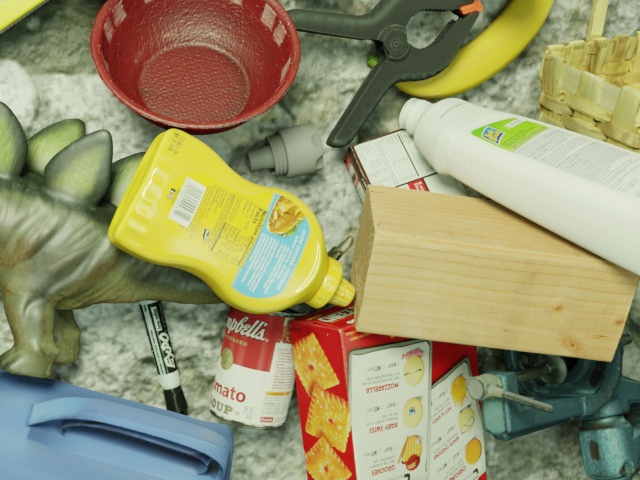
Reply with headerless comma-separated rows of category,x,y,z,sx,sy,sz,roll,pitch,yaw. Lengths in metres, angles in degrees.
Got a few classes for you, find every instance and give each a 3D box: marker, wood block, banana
marker,-0.135,0.094,0.910,0.020,0.020,0.121,-15,102,-13
wood block,0.133,0.025,0.847,0.206,0.091,0.090,7,118,-4
banana,0.140,-0.176,0.935,0.197,0.037,0.069,-31,107,-9

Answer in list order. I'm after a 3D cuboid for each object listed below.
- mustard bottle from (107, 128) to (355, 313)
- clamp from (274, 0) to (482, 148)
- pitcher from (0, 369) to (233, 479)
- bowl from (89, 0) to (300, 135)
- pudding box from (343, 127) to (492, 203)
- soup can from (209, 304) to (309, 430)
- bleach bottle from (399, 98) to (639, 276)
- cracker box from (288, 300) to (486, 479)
mustard bottle,-0.055,0.001,0.805,0.191,0.058,0.096,29,76,-20
clamp,0.049,-0.169,0.885,0.171,0.039,0.120,-35,112,-6
pitcher,-0.195,0.172,0.844,0.242,0.145,0.149,21,96,-15
bowl,-0.098,-0.138,0.841,0.162,0.055,0.162,4,59,-6
pudding box,0.089,-0.054,0.921,0.113,0.039,0.090,-19,72,-14
soup can,-0.053,0.102,0.909,0.068,0.069,0.102,11,96,-17
bleach bottle,0.174,-0.059,0.845,0.102,0.251,0.068,-27,135,-41
cracker box,0.062,0.153,0.919,0.163,0.072,0.214,-16,106,-41
